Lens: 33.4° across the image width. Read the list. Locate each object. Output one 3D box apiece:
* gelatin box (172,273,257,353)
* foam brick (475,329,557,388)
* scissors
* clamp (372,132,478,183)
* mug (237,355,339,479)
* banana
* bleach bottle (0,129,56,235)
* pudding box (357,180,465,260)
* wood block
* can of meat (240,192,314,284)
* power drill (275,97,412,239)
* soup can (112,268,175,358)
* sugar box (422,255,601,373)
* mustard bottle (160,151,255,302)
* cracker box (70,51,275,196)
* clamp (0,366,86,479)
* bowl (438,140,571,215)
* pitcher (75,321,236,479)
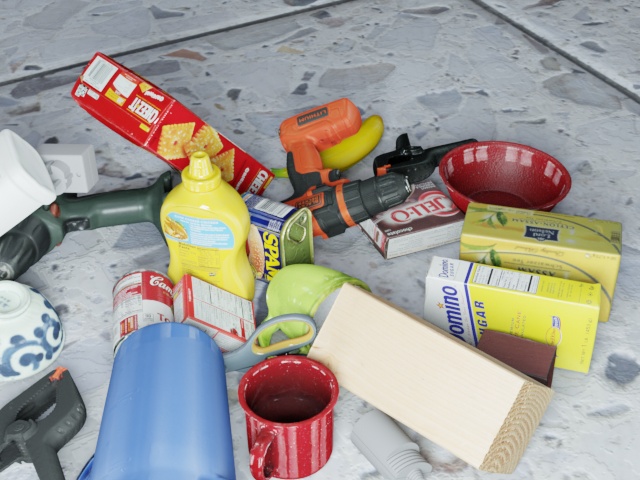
[{"bbox_3d":[-0.111,0.082,1.123,0.089,0.030,0.073,26,28,-26],"label":"gelatin box"},{"bbox_3d":[0.191,0.131,1.064,0.078,0.053,0.051,13,39,19],"label":"foam brick"},{"bbox_3d":[-0.084,0.136,1.081,0.202,0.096,0.016,-27,23,17],"label":"scissors"},{"bbox_3d":[0.129,-0.103,1.360,0.120,0.039,0.171,-2,23,27],"label":"clamp"},{"bbox_3d":[-0.033,0.174,0.987,0.093,0.081,0.117,13,39,18],"label":"mug"},{"bbox_3d":[0.026,-0.122,1.420,0.197,0.037,0.070,-28,46,-31],"label":"banana"},{"bbox_3d":[-0.412,-0.009,1.177,0.251,0.068,0.103,-39,48,7],"label":"bleach bottle"},{"bbox_3d":[0.107,-0.026,1.287,0.113,0.039,0.090,-16,39,-20],"label":"pudding box"},{"bbox_3d":[0.101,0.129,1.012,0.206,0.091,0.090,27,1,33],"label":"wood block"},{"bbox_3d":[-0.058,0.001,1.205,0.084,0.102,0.057,19,41,28],"label":"can of meat"},{"bbox_3d":[0.017,-0.088,1.292,0.185,0.057,0.187,-18,44,16],"label":"power drill"},{"bbox_3d":[-0.184,0.087,1.120,0.068,0.068,0.102,-6,38,-6],"label":"soup can"},{"bbox_3d":[0.195,0.076,1.104,0.176,0.093,0.048,8,37,13],"label":"sugar box"},{"bbox_3d":[-0.123,-0.010,1.145,0.096,0.192,0.058,11,38,15],"label":"mustard bottle"},{"bbox_3d":[-0.179,-0.126,1.298,0.164,0.213,0.072,33,88,37],"label":"cracker box"},{"bbox_3d":[-0.267,0.190,0.992,0.165,0.036,0.209,-4,29,22],"label":"clamp"},{"bbox_3d":[0.223,-0.060,1.312,0.162,0.055,0.162,2,36,-2],"label":"bowl"},{"bbox_3d":[-0.147,0.189,0.948,0.149,0.145,0.243,7,32,-10],"label":"pitcher"}]
